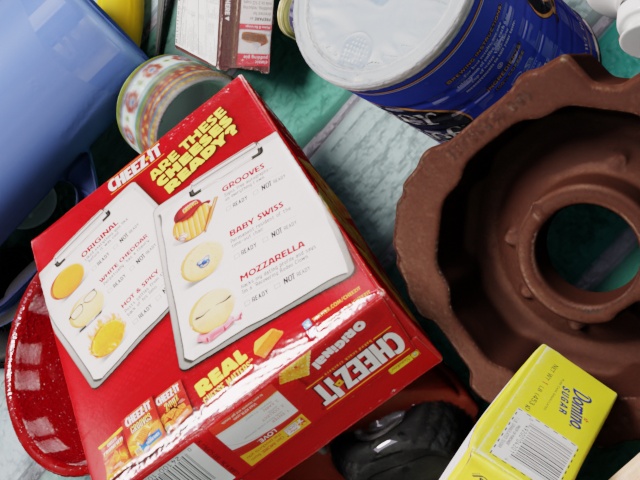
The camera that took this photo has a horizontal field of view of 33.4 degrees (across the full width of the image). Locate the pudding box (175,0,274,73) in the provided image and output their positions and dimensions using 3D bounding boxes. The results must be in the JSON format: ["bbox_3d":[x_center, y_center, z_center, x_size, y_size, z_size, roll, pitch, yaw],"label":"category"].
[{"bbox_3d":[-0.063,-0.161,0.692,0.114,0.039,0.090,-139,50,-63],"label":"pudding box"}]

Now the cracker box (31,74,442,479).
[{"bbox_3d":[-0.056,0.029,0.568,0.164,0.072,0.214,-37,41,5],"label":"cracker box"}]

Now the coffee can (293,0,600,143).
[{"bbox_3d":[0.068,-0.104,0.548,0.103,0.140,0.103,-12,70,35],"label":"coffee can"}]

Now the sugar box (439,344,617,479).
[{"bbox_3d":[0.061,0.138,0.478,0.048,0.093,0.176,33,124,15],"label":"sugar box"}]

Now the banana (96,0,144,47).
[{"bbox_3d":[-0.164,-0.199,0.829,0.070,0.037,0.198,-46,50,42],"label":"banana"}]

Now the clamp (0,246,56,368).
[{"bbox_3d":[-0.261,0.033,0.833,0.210,0.036,0.164,9,81,37],"label":"clamp"}]

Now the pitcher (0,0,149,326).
[{"bbox_3d":[-0.227,-0.063,0.738,0.243,0.149,0.145,-44,59,2],"label":"pitcher"}]

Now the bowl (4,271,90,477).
[{"bbox_3d":[-0.139,0.077,0.712,0.162,0.055,0.162,-12,70,35],"label":"bowl"}]
